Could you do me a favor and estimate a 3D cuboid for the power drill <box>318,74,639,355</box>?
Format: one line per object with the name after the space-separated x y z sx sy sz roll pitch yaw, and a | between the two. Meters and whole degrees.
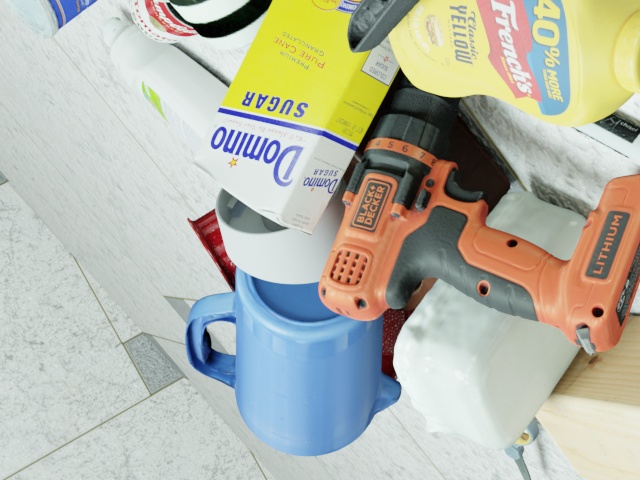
0.107 -0.021 0.651 0.188 0.184 0.057 15 167 28 | power drill

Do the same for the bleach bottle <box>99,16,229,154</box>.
-0.134 -0.143 1.065 0.251 0.068 0.102 44 162 18 | bleach bottle

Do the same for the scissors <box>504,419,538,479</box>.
0.171 0.190 1.039 0.096 0.016 0.202 29 159 20 | scissors

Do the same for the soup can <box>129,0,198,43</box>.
-0.114 -0.202 0.882 0.068 0.068 0.102 53 162 -18 | soup can

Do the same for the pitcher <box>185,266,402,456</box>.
-0.020 0.076 0.865 0.145 0.149 0.243 52 162 23 | pitcher

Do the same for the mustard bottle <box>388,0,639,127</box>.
0.115 -0.110 0.555 0.192 0.058 0.096 26 135 47 | mustard bottle

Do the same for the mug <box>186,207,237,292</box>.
-0.056 0.001 0.930 0.093 0.081 0.117 59 175 -19 | mug

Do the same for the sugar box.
-0.006 -0.102 0.674 0.093 0.176 0.048 33 -173 39 | sugar box
